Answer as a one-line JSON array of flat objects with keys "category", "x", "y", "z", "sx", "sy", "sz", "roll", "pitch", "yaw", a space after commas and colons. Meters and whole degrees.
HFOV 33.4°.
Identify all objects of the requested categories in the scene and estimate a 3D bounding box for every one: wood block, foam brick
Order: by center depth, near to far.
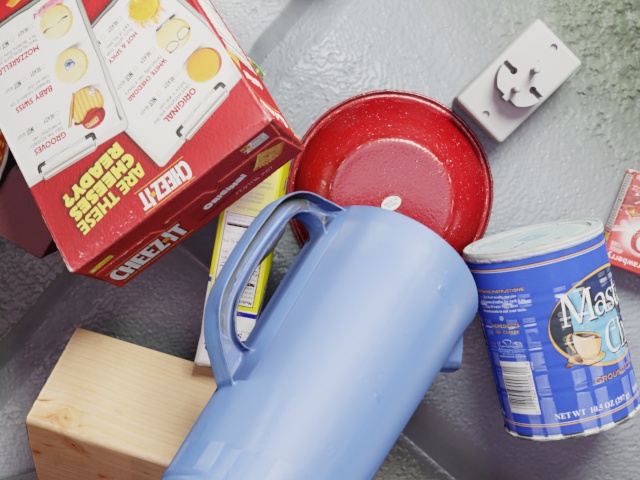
[{"category": "wood block", "x": -0.099, "y": 0.151, "z": 0.789, "sx": 0.206, "sy": 0.090, "sz": 0.090, "roll": 15, "pitch": 139, "yaw": 7}, {"category": "foam brick", "x": -0.211, "y": -0.024, "z": 0.805, "sx": 0.053, "sy": 0.078, "sz": 0.051, "roll": 33, "pitch": 95, "yaw": -2}]

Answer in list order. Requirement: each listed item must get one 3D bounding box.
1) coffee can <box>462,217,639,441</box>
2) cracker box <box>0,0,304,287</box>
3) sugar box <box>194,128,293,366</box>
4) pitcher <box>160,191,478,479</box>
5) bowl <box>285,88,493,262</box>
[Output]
[{"category": "coffee can", "x": 0.171, "y": 0.063, "z": 0.787, "sx": 0.103, "sy": 0.103, "sz": 0.140, "roll": -14, "pitch": 96, "yaw": 4}, {"category": "cracker box", "x": -0.134, "y": -0.102, "z": 0.725, "sx": 0.164, "sy": 0.072, "sz": 0.214, "roll": -36, "pitch": 68, "yaw": 11}, {"category": "sugar box", "x": -0.055, "y": 0.001, "z": 0.794, "sx": 0.048, "sy": 0.093, "sz": 0.176, "roll": 8, "pitch": 98, "yaw": 0}, {"category": "pitcher", "x": -0.008, "y": 0.092, "z": 0.702, "sx": 0.149, "sy": 0.242, "sz": 0.145, "roll": 21, "pitch": 141, "yaw": 19}, {"category": "bowl", "x": 0.053, "y": -0.033, "z": 0.805, "sx": 0.162, "sy": 0.055, "sz": 0.162, "roll": 0, "pitch": 97, "yaw": 2}]
